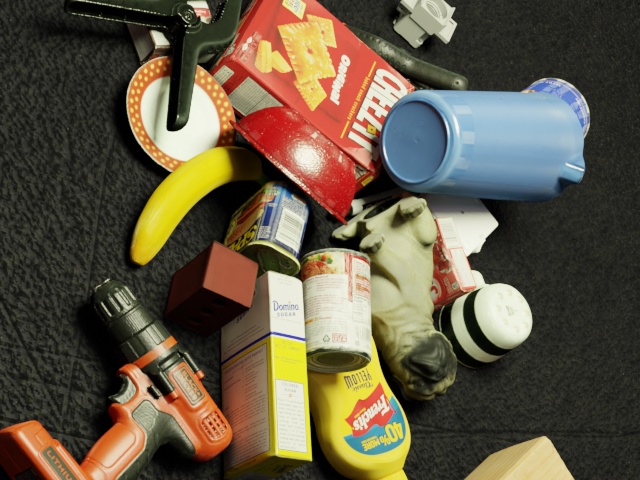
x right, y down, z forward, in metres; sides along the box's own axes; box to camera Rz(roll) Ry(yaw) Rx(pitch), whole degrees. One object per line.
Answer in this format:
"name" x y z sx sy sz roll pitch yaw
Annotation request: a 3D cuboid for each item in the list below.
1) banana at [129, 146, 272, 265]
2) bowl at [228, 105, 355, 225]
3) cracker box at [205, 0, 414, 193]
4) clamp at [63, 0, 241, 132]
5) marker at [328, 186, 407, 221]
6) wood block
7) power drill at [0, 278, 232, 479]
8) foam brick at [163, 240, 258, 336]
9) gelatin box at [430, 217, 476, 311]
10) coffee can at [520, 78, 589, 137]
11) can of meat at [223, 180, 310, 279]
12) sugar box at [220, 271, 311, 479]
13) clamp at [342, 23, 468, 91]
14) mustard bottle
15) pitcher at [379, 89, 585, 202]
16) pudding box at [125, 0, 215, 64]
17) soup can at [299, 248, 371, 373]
"banana" -0.119 -0.046 1.052 0.197 0.037 0.069 -33 104 -39
"bowl" -0.016 -0.088 1.092 0.162 0.055 0.162 42 4 -4
"cracker box" -0.007 -0.175 1.201 0.213 0.072 0.164 38 49 -17
"clamp" -0.152 -0.225 1.085 0.164 0.036 0.209 45 49 -13
"marker" 0.054 -0.042 1.212 0.120 0.020 0.020 -17 77 -42
"wood block" 0.169 0.292 1.069 0.205 0.090 0.091 -29 87 -44
"power drill" -0.180 0.142 0.900 0.184 0.057 0.187 54 46 -1
"foam brick" -0.102 0.047 1.000 0.053 0.078 0.051 27 51 -24
"gelatin box" 0.128 0.028 1.193 0.030 0.073 0.089 -3 69 -40
"coffee can" 0.271 -0.141 1.379 0.140 0.103 0.103 -33 89 -44
"can of meat" -0.057 0.001 1.045 0.057 0.102 0.084 31 49 -21
"sugar box" -0.052 0.127 0.984 0.048 0.094 0.176 17 57 -31
"clamp" 0.098 -0.211 1.283 0.171 0.120 0.039 24 83 -16
"mustard bottle" 0.037 0.175 1.052 0.096 0.058 0.192 -14 76 -40
"pitcher" 0.172 -0.112 1.203 0.242 0.149 0.145 -2 76 -47
"pudding box" -0.165 -0.245 1.140 0.089 0.039 0.113 -10 72 -40
"soup can" 0.014 0.067 1.010 0.068 0.069 0.102 16 61 -31
